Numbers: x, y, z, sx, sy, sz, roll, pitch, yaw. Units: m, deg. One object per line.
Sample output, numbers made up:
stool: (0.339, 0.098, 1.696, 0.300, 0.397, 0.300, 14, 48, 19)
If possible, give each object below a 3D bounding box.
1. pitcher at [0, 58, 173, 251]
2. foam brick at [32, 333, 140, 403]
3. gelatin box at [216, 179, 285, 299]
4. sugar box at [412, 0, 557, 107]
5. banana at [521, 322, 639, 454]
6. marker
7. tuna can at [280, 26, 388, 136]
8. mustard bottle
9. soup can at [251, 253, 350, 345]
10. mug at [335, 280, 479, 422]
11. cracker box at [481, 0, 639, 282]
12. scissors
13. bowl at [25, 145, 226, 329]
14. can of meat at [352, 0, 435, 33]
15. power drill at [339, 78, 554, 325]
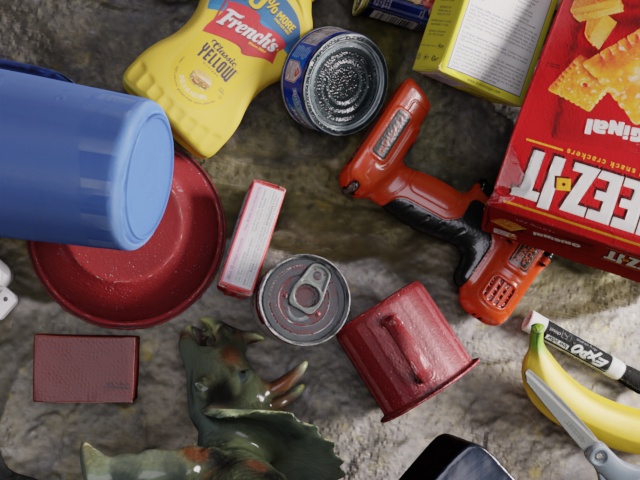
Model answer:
pitcher: (-0.232, -0.070, 0.774, 0.243, 0.145, 0.149, 9, 86, 11)
foam brick: (-0.182, 0.099, 0.833, 0.078, 0.051, 0.053, 2, 86, -7)
gelatin box: (-0.056, 0.001, 0.846, 0.030, 0.073, 0.089, 18, 83, -6)
sugar box: (0.145, -0.205, 0.854, 0.093, 0.048, 0.176, 17, 92, -32)
banana: (0.238, 0.140, 0.879, 0.197, 0.070, 0.037, 28, 42, -10)
marker: (0.226, 0.096, 0.901, 0.121, 0.020, 0.020, 29, 82, -4)
tuna can: (0.012, -0.128, 0.865, 0.086, 0.034, 0.086, -12, 113, -30)
mustard bottle: (-0.063, -0.164, 0.867, 0.096, 0.058, 0.191, 44, 81, -7)
soup can: (-0.018, 0.048, 0.832, 0.068, 0.102, 0.068, 1, 85, -7)
mug: (0.065, 0.085, 0.835, 0.093, 0.117, 0.081, -33, 85, 0)
cracker box: (0.236, -0.087, 0.820, 0.164, 0.072, 0.213, 19, 75, 13)
scissors: (0.220, 0.193, 0.871, 0.201, 0.016, 0.096, 32, 100, -11)
bowl: (-0.154, -0.010, 0.844, 0.162, 0.055, 0.162, 1, 84, -7)
can of meat: (0.081, -0.227, 0.892, 0.084, 0.057, 0.102, 15, 84, -9)
power drill: (0.125, -0.050, 0.881, 0.187, 0.057, 0.184, 35, 81, -3)
